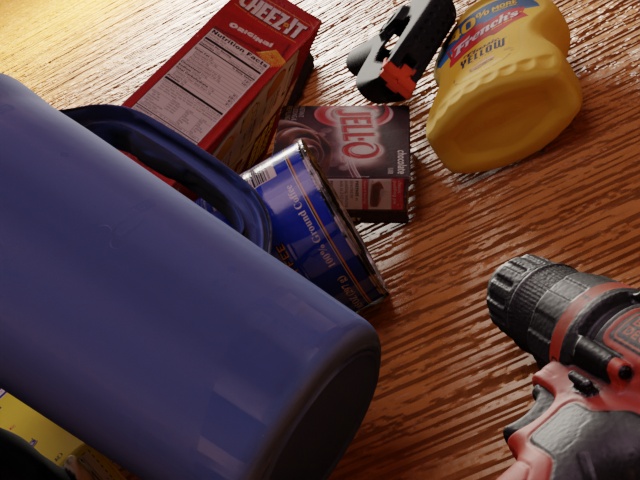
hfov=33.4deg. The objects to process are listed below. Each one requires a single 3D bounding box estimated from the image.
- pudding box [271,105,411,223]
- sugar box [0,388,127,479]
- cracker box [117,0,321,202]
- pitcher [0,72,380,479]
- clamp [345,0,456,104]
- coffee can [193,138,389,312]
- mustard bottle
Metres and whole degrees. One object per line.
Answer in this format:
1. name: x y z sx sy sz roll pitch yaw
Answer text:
1. pudding box: 0.015 -0.053 0.708 0.090 0.039 0.113 -1 33 4
2. sugar box: -0.189 0.136 0.627 0.093 0.048 0.176 -42 29 -20
3. cracker box: -0.099 -0.064 0.762 0.213 0.072 0.164 -54 -4 -36
4. pitcher: -0.090 0.022 0.501 0.243 0.144 0.149 30 92 21
5. clamp: 0.073 -0.164 0.803 0.165 0.036 0.210 -48 12 21
6. coffee can: -0.046 0.020 0.608 0.140 0.102 0.103 -30 26 4
7. mustard bottle: 0.122 -0.121 0.724 0.096 0.058 0.191 -29 24 24
